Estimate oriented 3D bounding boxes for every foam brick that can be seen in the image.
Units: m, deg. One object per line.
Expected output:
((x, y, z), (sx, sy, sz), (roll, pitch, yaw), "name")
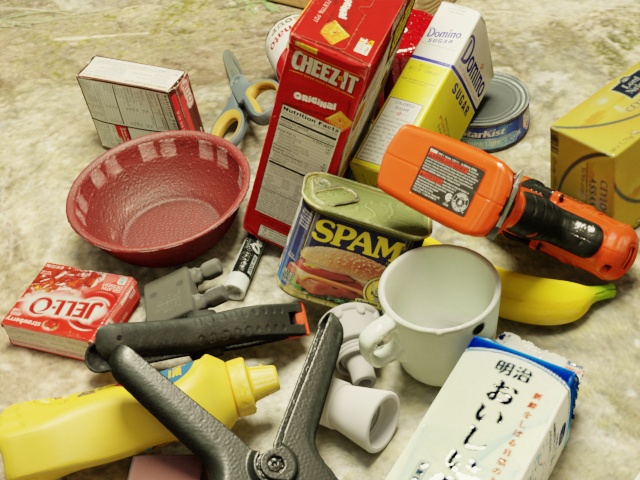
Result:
((-0.100, 0.185, 0.694), (0.051, 0.053, 0.078), (-3, 42, 9), "foam brick")

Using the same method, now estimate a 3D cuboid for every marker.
((-0.056, 0.001, 0.909), (0.020, 0.020, 0.121), (4, 45, 16), "marker")

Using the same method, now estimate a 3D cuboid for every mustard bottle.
((-0.122, 0.121, 0.747), (0.191, 0.058, 0.096), (-14, -1, -5), "mustard bottle")

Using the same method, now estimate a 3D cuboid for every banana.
((0.124, 0.029, 0.833), (0.198, 0.037, 0.069), (18, 20, 25), "banana")

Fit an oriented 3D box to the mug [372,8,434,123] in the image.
((0.072, -0.159, 1.010), (0.093, 0.081, 0.117), (12, 47, 23), "mug")

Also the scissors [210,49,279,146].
((-0.092, -0.140, 1.068), (0.096, 0.016, 0.202), (-47, 31, -3), "scissors")

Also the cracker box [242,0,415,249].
((0.008, -0.117, 0.874), (0.072, 0.214, 0.164), (22, 47, 4), "cracker box")

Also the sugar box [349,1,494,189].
((0.091, -0.105, 0.904), (0.048, 0.093, 0.176), (22, 70, 26), "sugar box")

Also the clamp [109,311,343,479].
((-0.027, 0.142, 0.687), (0.164, 0.036, 0.210), (-15, 67, -26), "clamp")

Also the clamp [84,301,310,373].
((-0.097, 0.073, 0.801), (0.171, 0.039, 0.120), (-3, -6, -26), "clamp")

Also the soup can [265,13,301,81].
((-0.012, -0.171, 1.051), (0.068, 0.068, 0.102), (-16, 42, -6), "soup can")

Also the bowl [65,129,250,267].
((-0.136, -0.027, 0.930), (0.162, 0.055, 0.162), (-6, 42, 5), "bowl")

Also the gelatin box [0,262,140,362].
((-0.202, 0.057, 0.871), (0.089, 0.030, 0.073), (9, 46, 21), "gelatin box")

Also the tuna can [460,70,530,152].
((0.150, -0.119, 0.985), (0.086, 0.034, 0.086), (-6, 42, 5), "tuna can")

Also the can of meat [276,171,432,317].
((0.023, 0.006, 0.815), (0.102, 0.084, 0.057), (17, 30, -6), "can of meat")

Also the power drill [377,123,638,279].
((0.128, -0.034, 0.805), (0.185, 0.187, 0.057), (28, 99, 40), "power drill")

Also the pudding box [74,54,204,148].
((-0.169, -0.124, 1.017), (0.114, 0.090, 0.039), (12, 48, 24), "pudding box")
